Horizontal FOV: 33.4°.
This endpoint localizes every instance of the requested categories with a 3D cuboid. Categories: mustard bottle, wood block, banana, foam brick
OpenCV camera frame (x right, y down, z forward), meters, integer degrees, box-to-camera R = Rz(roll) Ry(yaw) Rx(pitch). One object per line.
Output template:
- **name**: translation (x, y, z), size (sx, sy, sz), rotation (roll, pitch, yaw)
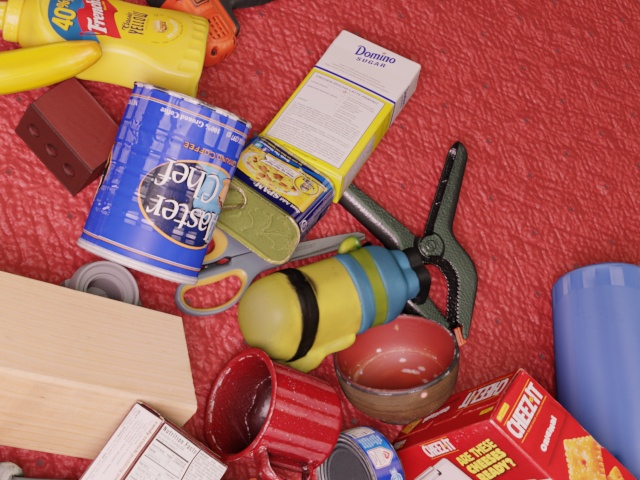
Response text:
- **mustard bottle**: translation (-0.196, -0.178, 0.930), size (0.191, 0.058, 0.096), rotation (11, 45, -10)
- **wood block**: translation (-0.204, 0.092, 0.773), size (0.205, 0.090, 0.091), rotation (18, 40, -35)
- **banana**: translation (-0.277, -0.136, 0.863), size (0.197, 0.070, 0.037), rotation (-7, 90, -13)
- **foam brick**: translation (-0.210, -0.089, 0.903), size (0.078, 0.053, 0.051), rotation (48, 55, -4)

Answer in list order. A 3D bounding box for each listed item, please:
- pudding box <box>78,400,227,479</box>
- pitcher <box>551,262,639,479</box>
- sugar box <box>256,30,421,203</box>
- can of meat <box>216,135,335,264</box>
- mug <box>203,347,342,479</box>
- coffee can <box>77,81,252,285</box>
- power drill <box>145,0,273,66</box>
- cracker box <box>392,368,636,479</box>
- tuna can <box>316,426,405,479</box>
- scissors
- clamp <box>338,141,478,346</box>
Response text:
- **pudding box**: translation (-0.129, 0.183, 0.759), size (0.113, 0.039, 0.090), rotation (-56, 138, -15)
- **pitcher**: translation (0.298, 0.154, 1.061), size (0.145, 0.149, 0.243), rotation (6, 63, -12)
- **sugar box**: translation (0.019, -0.124, 1.039), size (0.093, 0.048, 0.176), rotation (27, 53, 12)
- **can of meat**: translation (-0.047, -0.040, 0.956), size (0.102, 0.058, 0.083), rotation (35, 41, 6)
- **mug**: translation (-0.034, 0.153, 0.872), size (0.081, 0.093, 0.117), rotation (24, 34, -36)
- **coffee can**: translation (-0.126, -0.046, 0.870), size (0.102, 0.103, 0.140), rotation (20, 90, -22)
- **power drill**: translation (-0.099, -0.279, 1.046), size (0.187, 0.057, 0.184), rotation (-34, 93, -33)
- **cracker box**: translation (0.186, 0.222, 0.934), size (0.213, 0.164, 0.072), rotation (45, 53, -7)
- **tuna can**: translation (0.034, 0.201, 0.903), size (0.033, 0.086, 0.086), rotation (-11, 76, -34)
- **scissors**: translation (-0.056, 0.001, 0.970), size (0.201, 0.016, 0.096), rotation (-30, 83, -32)
- **clamp**: translation (0.091, 0.006, 1.046), size (0.164, 0.036, 0.210), rotation (-6, 76, -21)
